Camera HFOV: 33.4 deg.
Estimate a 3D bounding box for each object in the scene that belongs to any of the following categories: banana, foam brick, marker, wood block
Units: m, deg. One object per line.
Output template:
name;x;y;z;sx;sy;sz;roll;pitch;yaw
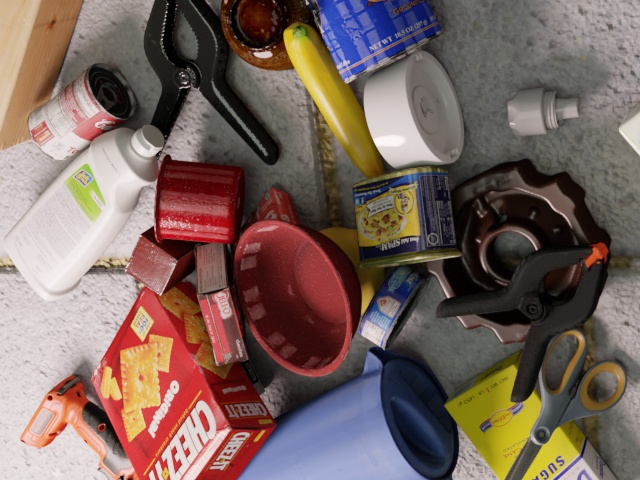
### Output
banana;0.009;-0.141;1.028;0.037;0.069;0.197;-22;131;14
foam brick;-0.167;0.015;1.163;0.051;0.078;0.053;33;117;8
marker;-0.096;0.121;1.202;0.020;0.020;0.121;-21;98;28
wood block;-0.335;-0.210;1.151;0.090;0.090;0.206;32;117;9

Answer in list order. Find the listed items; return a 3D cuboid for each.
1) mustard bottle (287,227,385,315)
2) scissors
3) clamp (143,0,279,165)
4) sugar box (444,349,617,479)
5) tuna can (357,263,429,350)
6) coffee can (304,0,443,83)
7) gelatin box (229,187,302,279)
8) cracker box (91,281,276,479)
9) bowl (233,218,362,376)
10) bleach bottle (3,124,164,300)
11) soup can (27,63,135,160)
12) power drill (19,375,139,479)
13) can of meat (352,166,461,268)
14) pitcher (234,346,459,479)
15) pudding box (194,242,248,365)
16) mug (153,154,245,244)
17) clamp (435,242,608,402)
mustard bottle;0.010;0.043;1.108;0.096;0.058;0.192;50;118;8
scissors;0.234;0.186;1.036;0.096;0.016;0.202;17;86;0
clamp;-0.123;-0.167;1.106;0.165;0.036;0.210;6;114;20
sugar box;0.216;0.209;1.084;0.093;0.048;0.176;-37;90;27
tuna can;0.073;0.065;1.073;0.034;0.086;0.086;31;117;12
coffee can;0.037;-0.229;0.978;0.103;0.102;0.140;-23;98;28
gelatin box;-0.057;0.001;1.115;0.030;0.073;0.089;19;123;-31
cracker box;-0.158;0.174;1.166;0.164;0.071;0.214;-56;51;27
bowl;-0.012;0.048;1.039;0.162;0.055;0.162;23;124;39
bleach bottle;-0.248;-0.037;1.172;0.251;0.068;0.102;-38;89;35
soup can;-0.260;-0.138;1.157;0.102;0.068;0.068;-28;95;29
power drill;-0.274;0.270;1.310;0.187;0.057;0.185;37;114;5
can of meat;0.078;-0.020;1.007;0.102;0.057;0.084;-11;84;45
pitcher;0.020;0.232;1.130;0.243;0.149;0.144;-29;131;32
pudding box;-0.104;0.063;1.117;0.039;0.113;0.090;-13;119;-3
mug;-0.123;-0.036;1.117;0.081;0.117;0.093;6;70;2
clamp;0.201;0.070;0.982;0.172;0.039;0.120;-36;91;30
